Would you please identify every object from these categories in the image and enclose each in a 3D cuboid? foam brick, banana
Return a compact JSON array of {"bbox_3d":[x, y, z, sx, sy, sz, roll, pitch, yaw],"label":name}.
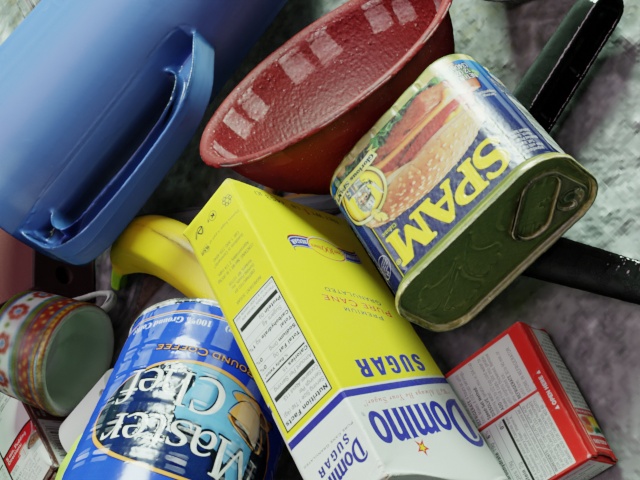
[{"bbox_3d":[-0.199,0.013,0.766,0.051,0.052,0.078,-24,61,34],"label":"foam brick"},{"bbox_3d":[-0.077,0.025,0.658,0.037,0.069,0.198,-37,38,-26],"label":"banana"}]

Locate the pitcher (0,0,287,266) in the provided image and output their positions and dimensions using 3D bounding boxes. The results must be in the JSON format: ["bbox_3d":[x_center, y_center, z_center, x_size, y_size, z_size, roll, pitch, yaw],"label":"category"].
[{"bbox_3d":[-0.120,-0.106,0.663,0.149,0.145,0.243,42,97,2],"label":"pitcher"}]

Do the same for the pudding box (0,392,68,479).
[{"bbox_3d":[-0.207,0.153,0.735,0.090,0.039,0.114,-58,45,14],"label":"pudding box"}]

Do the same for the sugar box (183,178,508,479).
[{"bbox_3d":[0.009,0.052,0.497,0.048,0.093,0.176,-50,50,21],"label":"sugar box"}]

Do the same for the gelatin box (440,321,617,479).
[{"bbox_3d":[0.083,0.093,0.504,0.089,0.030,0.073,-41,53,25],"label":"gelatin box"}]

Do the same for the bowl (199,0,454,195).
[{"bbox_3d":[0.014,-0.075,0.579,0.162,0.055,0.162,-30,26,16],"label":"bowl"}]

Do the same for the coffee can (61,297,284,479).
[{"bbox_3d":[-0.073,0.114,0.548,0.103,0.102,0.140,-25,30,33],"label":"coffee can"}]

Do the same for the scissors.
[{"bbox_3d":[-0.054,0.001,0.668,0.202,0.016,0.096,-20,63,36],"label":"scissors"}]

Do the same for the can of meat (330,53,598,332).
[{"bbox_3d":[0.061,-0.024,0.494,0.102,0.057,0.084,-46,49,17],"label":"can of meat"}]
